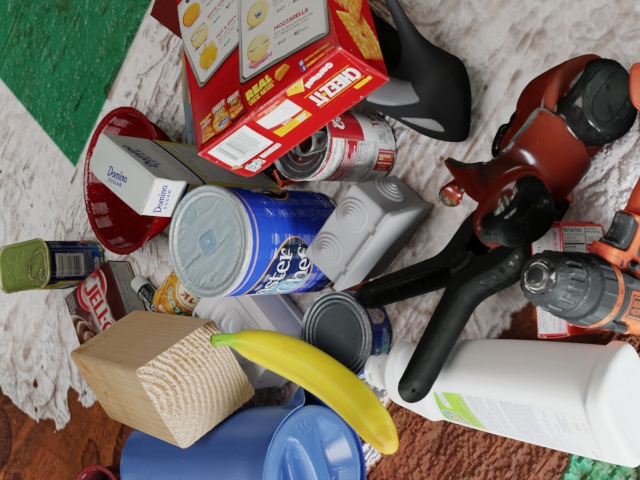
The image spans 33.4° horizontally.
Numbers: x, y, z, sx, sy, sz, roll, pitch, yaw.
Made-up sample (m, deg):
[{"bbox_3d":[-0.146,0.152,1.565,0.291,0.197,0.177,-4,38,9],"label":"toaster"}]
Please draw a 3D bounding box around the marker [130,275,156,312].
[{"bbox_3d":[-0.171,0.082,1.181,0.121,0.020,0.020,44,117,31],"label":"marker"}]

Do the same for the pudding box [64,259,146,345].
[{"bbox_3d":[-0.242,0.092,1.229,0.090,0.039,0.113,-38,67,33],"label":"pudding box"}]

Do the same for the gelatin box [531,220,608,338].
[{"bbox_3d":[0.195,0.029,0.833,0.030,0.073,0.089,-7,85,40],"label":"gelatin box"}]

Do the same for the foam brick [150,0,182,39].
[{"bbox_3d":[-0.132,-0.242,1.126,0.078,0.052,0.051,40,114,33],"label":"foam brick"}]

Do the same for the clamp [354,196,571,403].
[{"bbox_3d":[0.121,0.032,0.876,0.210,0.036,0.164,-39,30,16],"label":"clamp"}]

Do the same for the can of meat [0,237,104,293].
[{"bbox_3d":[-0.319,0.030,1.265,0.102,0.083,0.057,-11,83,40],"label":"can of meat"}]

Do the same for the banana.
[{"bbox_3d":[-0.005,0.128,0.959,0.198,0.069,0.037,27,126,22],"label":"banana"}]

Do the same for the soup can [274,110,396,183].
[{"bbox_3d":[0.014,-0.086,0.969,0.069,0.102,0.068,0,90,41],"label":"soup can"}]

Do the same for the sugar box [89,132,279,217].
[{"bbox_3d":[-0.130,-0.059,1.043,0.093,0.175,0.048,38,113,34],"label":"sugar box"}]

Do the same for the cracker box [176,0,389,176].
[{"bbox_3d":[-0.040,-0.185,0.926,0.164,0.072,0.214,-33,51,30],"label":"cracker box"}]

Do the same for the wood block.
[{"bbox_3d":[-0.163,0.133,1.068,0.206,0.090,0.090,-2,120,60],"label":"wood block"}]

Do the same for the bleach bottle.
[{"bbox_3d":[0.138,0.117,0.869,0.251,0.102,0.068,4,50,41],"label":"bleach bottle"}]

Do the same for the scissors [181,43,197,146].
[{"bbox_3d":[-0.133,-0.113,1.126,0.096,0.016,0.202,164,104,-74],"label":"scissors"}]

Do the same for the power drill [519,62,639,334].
[{"bbox_3d":[0.218,-0.025,0.754,0.057,0.184,0.188,27,97,37],"label":"power drill"}]

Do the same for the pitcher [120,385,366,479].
[{"bbox_3d":[-0.086,0.235,1.038,0.243,0.149,0.145,-9,120,44],"label":"pitcher"}]

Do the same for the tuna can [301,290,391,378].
[{"bbox_3d":[0.024,0.089,1.005,0.086,0.033,0.086,0,90,40],"label":"tuna can"}]

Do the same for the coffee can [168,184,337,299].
[{"bbox_3d":[-0.057,0.001,1.004,0.103,0.140,0.103,0,90,41],"label":"coffee can"}]

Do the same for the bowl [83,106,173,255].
[{"bbox_3d":[-0.197,-0.065,1.173,0.162,0.055,0.162,1,91,47],"label":"bowl"}]
